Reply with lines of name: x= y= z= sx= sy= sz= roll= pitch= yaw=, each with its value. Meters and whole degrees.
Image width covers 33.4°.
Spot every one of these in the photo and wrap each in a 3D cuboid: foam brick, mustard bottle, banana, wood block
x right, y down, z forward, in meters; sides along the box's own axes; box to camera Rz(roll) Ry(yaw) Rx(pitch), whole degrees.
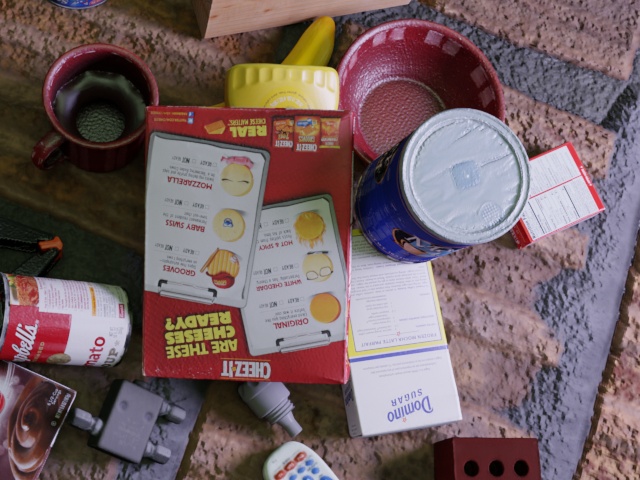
foam brick: x=0.140 y=0.195 z=0.903 sx=0.078 sy=0.051 sz=0.053 roll=2 pitch=74 yaw=-11
mustard bottle: x=-0.035 y=-0.053 z=0.915 sx=0.096 sy=0.058 sz=0.191 roll=0 pitch=95 yaw=-13
banana: x=-0.054 y=-0.136 z=0.960 sx=0.197 sy=0.037 sz=0.069 roll=-31 pitch=85 yaw=-18
wood block: x=-0.015 y=-0.258 z=0.975 sx=0.205 sy=0.090 sz=0.091 roll=-13 pitch=78 yaw=-15

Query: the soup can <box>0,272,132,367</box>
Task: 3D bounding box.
soup can: x=-0.208 y=0.064 z=0.842 sx=0.102 sy=0.069 sz=0.068 roll=8 pitch=72 yaw=-30

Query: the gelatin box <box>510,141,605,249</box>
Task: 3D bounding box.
gelatin box: x=0.209 y=-0.042 z=0.995 sx=0.089 sy=0.030 sz=0.073 roll=-23 pitch=82 yaw=-17

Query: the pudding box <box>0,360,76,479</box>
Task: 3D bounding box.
pudding box: x=-0.256 y=0.153 z=0.837 sx=0.090 sy=0.039 sz=0.113 roll=25 pitch=72 yaw=-4

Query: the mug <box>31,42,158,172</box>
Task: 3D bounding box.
mug: x=-0.194 y=-0.099 z=0.897 sx=0.093 sy=0.082 sz=0.117 roll=44 pitch=71 yaw=2

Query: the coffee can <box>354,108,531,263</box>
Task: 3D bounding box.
coffee can: x=0.093 y=-0.039 z=0.855 sx=0.102 sy=0.140 sz=0.103 roll=2 pitch=82 yaw=-12

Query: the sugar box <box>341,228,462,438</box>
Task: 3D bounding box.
sugar box: x=0.058 y=0.077 z=0.922 sx=0.093 sy=0.048 sz=0.176 roll=-6 pitch=79 yaw=-14

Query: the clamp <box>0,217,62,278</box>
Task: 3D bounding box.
clamp: x=-0.299 y=0.017 z=0.866 sx=0.171 sy=0.039 sz=0.120 roll=-23 pitch=85 yaw=-23

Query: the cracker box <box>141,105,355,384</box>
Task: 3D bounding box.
cracker box: x=-0.056 y=0.001 z=0.854 sx=0.164 sy=0.072 sz=0.214 roll=2 pitch=96 yaw=5

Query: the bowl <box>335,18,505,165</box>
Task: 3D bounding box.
bowl: x=0.084 y=-0.118 z=0.975 sx=0.162 sy=0.055 sz=0.162 roll=3 pitch=74 yaw=-11
